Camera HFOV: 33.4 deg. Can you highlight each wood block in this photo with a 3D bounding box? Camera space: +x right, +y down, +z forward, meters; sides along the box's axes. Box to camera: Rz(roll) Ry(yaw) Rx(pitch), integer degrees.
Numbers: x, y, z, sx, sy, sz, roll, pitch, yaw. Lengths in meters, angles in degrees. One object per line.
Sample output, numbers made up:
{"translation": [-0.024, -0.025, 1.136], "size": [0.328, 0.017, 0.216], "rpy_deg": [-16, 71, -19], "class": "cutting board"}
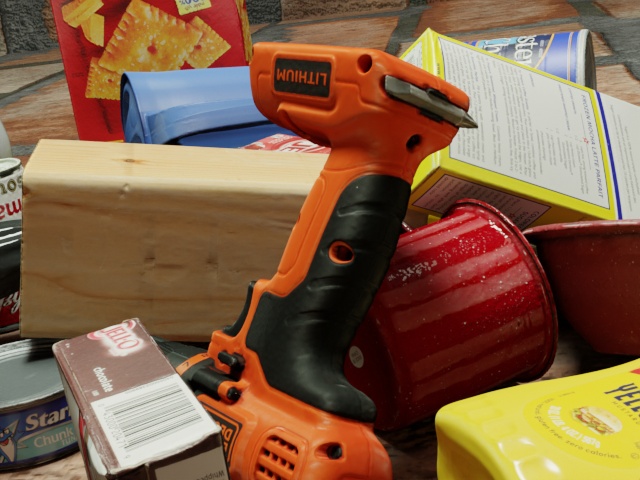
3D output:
{"translation": [-0.054, 0.000, 0.587], "size": [0.206, 0.090, 0.091], "rpy_deg": [3, 16, -9], "class": "wood block"}

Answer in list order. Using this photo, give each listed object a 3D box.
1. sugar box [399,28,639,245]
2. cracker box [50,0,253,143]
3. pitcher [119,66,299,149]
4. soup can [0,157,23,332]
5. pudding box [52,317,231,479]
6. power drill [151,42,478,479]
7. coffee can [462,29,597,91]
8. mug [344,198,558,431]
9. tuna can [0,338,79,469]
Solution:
{"translation": [0.123, -0.043, 0.574], "size": [0.176, 0.093, 0.048], "rpy_deg": [17, -35, -25], "class": "sugar box"}
{"translation": [-0.140, -0.145, 0.956], "size": [0.164, 0.214, 0.072], "rpy_deg": [-6, 19, 7], "class": "cracker box"}
{"translation": [-0.034, -0.083, 0.854], "size": [0.242, 0.145, 0.149], "rpy_deg": [-9, 37, -15], "class": "pitcher"}
{"translation": [-0.219, 0.003, 0.699], "size": [0.068, 0.102, 0.068], "rpy_deg": [-7, 17, 2], "class": "soup can"}
{"translation": [-0.058, 0.088, 0.370], "size": [0.039, 0.090, 0.114], "rpy_deg": [-16, 20, -17], "class": "pudding box"}
{"translation": [-0.019, 0.013, 0.453], "size": [0.057, 0.187, 0.185], "rpy_deg": [16, 0, -39], "class": "power drill"}
{"translation": [0.175, -0.134, 0.970], "size": [0.140, 0.103, 0.102], "rpy_deg": [-2, 18, 21], "class": "coffee can"}
{"translation": [0.042, 0.029, 0.501], "size": [0.081, 0.093, 0.117], "rpy_deg": [-20, 51, -23], "class": "mug"}
{"translation": [-0.148, 0.080, 0.532], "size": [0.086, 0.034, 0.086], "rpy_deg": [-7, 17, 2], "class": "tuna can"}
